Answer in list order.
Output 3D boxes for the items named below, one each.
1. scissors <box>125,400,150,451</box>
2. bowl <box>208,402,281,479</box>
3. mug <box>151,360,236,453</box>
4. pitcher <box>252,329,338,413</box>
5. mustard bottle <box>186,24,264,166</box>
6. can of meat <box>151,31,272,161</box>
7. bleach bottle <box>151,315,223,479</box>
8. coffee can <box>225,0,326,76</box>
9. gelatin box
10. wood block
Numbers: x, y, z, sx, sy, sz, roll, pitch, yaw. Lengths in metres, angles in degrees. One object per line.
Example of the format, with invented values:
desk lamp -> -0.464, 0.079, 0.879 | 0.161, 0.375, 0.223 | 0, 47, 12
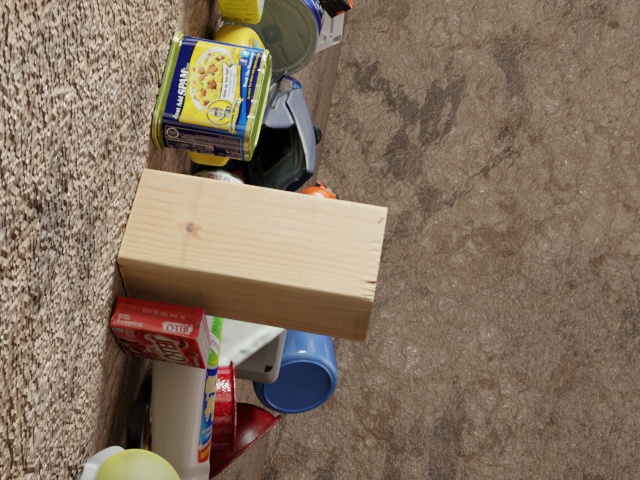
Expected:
scissors -> -0.182, 0.245, 1.055 | 0.096, 0.016, 0.202 | -81, 178, -53
bowl -> -0.128, 0.255, 1.353 | 0.162, 0.055, 0.162 | -39, 177, -3
mug -> -0.130, 0.169, 1.082 | 0.117, 0.081, 0.093 | 142, -52, -79
pitcher -> -0.048, 0.121, 1.434 | 0.145, 0.149, 0.243 | -46, -148, 21
mustard bottle -> -0.091, -0.161, 1.062 | 0.191, 0.058, 0.096 | -76, 170, -54
can of meat -> -0.092, -0.123, 0.919 | 0.057, 0.084, 0.102 | 91, 9, -71
bleach bottle -> -0.126, 0.156, 0.977 | 0.102, 0.068, 0.251 | 84, 6, -71
coffee can -> -0.044, -0.261, 1.207 | 0.140, 0.103, 0.103 | -76, 175, -54
gelatin box -> -0.133, 0.079, 0.897 | 0.089, 0.073, 0.030 | 93, 7, -68
wood block -> -0.054, 0.013, 0.895 | 0.090, 0.206, 0.090 | 94, 7, -63
